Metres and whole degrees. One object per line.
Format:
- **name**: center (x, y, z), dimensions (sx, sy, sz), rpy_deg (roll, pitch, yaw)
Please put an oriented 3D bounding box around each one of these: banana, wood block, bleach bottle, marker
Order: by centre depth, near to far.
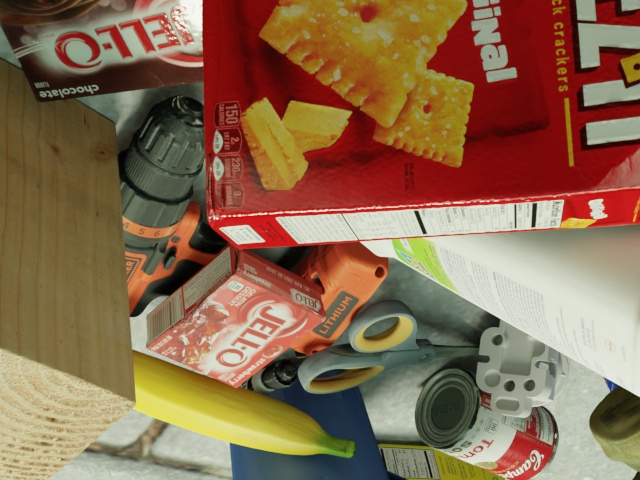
- **wood block**: center (-0.161, 0.011, 0.546), dimensions (0.090, 0.206, 0.091), rpy_deg (30, 121, -36)
- **bleach bottle**: center (0.083, -0.005, 0.554), dimensions (0.068, 0.251, 0.102), rpy_deg (-51, 144, -17)
- **banana**: center (-0.072, 0.106, 0.707), dimensions (0.197, 0.037, 0.070), rpy_deg (22, 153, -25)
- **marker**: center (-0.050, 0.105, 0.765), dimensions (0.020, 0.020, 0.121), rpy_deg (14, 157, -26)

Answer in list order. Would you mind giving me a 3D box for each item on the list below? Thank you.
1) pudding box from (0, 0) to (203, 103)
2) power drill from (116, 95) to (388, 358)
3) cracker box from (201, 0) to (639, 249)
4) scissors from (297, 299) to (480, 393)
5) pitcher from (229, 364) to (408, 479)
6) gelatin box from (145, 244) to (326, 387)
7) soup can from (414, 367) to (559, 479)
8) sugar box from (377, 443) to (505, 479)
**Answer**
- **pudding box**: center (-0.104, -0.119, 0.536), dimensions (0.113, 0.039, 0.090), rpy_deg (-4, 137, 10)
- **power drill**: center (-0.054, 0.001, 0.672), dimensions (0.187, 0.057, 0.185), rpy_deg (16, 132, -24)
- **cracker box**: center (0.056, -0.087, 0.464), dimensions (0.214, 0.164, 0.072), rpy_deg (-4, 169, 11)
- **scissors**: center (0.074, 0.068, 0.756), dimensions (0.201, 0.016, 0.096), rpy_deg (-8, 143, -36)
- **pitcher**: center (0.011, 0.211, 0.764), dimensions (0.145, 0.243, 0.149), rpy_deg (-33, 133, 19)
- **gelatin box**: center (-0.052, 0.048, 0.656), dimensions (0.073, 0.030, 0.089), rpy_deg (29, 126, -34)
- **soup can**: center (0.134, 0.149, 0.859), dimensions (0.102, 0.068, 0.069), rpy_deg (28, 122, -34)
- **sugar box**: center (0.062, 0.219, 0.927), dimensions (0.176, 0.048, 0.093), rpy_deg (4, 134, -19)
